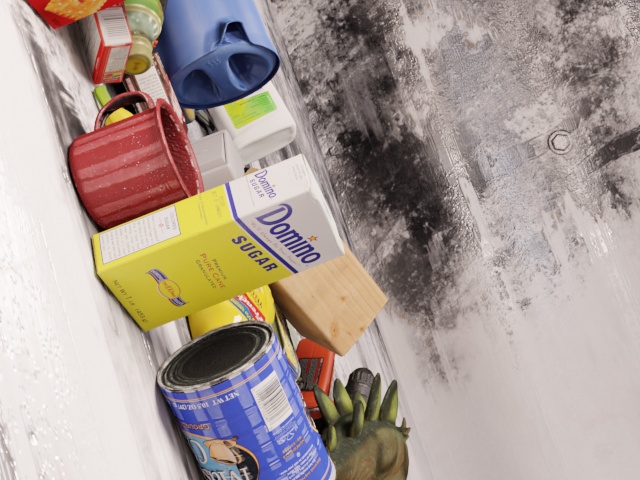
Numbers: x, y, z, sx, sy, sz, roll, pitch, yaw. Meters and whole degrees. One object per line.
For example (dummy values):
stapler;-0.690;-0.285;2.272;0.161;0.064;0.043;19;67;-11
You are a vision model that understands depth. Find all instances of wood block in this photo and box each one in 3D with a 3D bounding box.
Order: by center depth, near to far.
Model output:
wood block;-0.025;0.025;1.199;0.091;0.090;0.206;20;-25;52

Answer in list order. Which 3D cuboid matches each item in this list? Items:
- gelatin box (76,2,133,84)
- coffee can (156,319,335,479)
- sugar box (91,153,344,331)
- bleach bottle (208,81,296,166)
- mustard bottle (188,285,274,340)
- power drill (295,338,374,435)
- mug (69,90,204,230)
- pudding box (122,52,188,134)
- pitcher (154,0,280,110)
gelatin box;-0.197;-0.197;0.963;0.073;0.030;0.089;133;-57;-62
coffee can;-0.059;0.151;0.876;0.103;0.103;0.140;-92;161;-70
sugar box;-0.077;0.005;0.834;0.093;0.176;0.048;62;10;-51
bleach bottle;-0.133;-0.227;1.469;0.251;0.102;0.068;58;-14;20
mustard bottle;-0.089;0.077;1.047;0.096;0.058;0.191;55;11;-14
power drill;0.021;0.208;1.406;0.187;0.057;0.184;60;32;-42
mug;-0.151;-0.068;0.859;0.093;0.081;0.117;54;17;-68
pudding box;-0.169;-0.143;1.101;0.113;0.039;0.090;-106;174;-75
pitcher;-0.148;-0.278;1.230;0.144;0.149;0.243;15;51;-61
